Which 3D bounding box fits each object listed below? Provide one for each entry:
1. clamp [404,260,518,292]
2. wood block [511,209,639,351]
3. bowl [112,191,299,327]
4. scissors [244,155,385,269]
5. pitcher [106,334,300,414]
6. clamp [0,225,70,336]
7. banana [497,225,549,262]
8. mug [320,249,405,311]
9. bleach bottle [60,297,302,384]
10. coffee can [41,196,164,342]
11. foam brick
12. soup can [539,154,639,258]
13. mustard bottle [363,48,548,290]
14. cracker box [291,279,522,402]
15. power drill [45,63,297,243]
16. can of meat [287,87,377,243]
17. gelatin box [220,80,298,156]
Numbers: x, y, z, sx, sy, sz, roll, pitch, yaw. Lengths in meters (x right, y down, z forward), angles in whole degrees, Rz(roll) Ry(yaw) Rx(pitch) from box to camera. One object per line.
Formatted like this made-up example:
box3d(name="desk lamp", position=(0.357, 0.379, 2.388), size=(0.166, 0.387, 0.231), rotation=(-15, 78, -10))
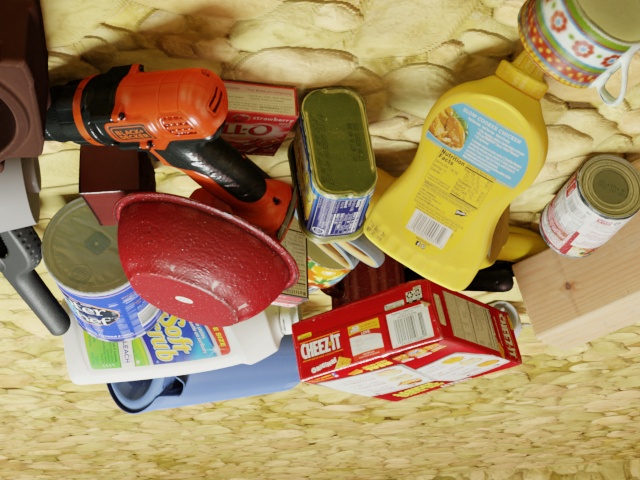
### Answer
box3d(name="clamp", position=(0.147, 0.043, 1.205), size=(0.171, 0.039, 0.120), rotation=(-8, 180, 10))
box3d(name="wood block", position=(0.320, 0.031, 1.116), size=(0.206, 0.091, 0.090), rotation=(-27, 152, 26))
box3d(name="bowl", position=(-0.101, 0.025, 0.859), size=(0.162, 0.055, 0.162), rotation=(16, 156, 7))
box3d(name="scissors", position=(-0.013, -0.031, 0.924), size=(0.096, 0.016, 0.201), rotation=(17, 159, 45))
box3d(name="pitcher", position=(-0.139, 0.131, 1.306), size=(0.242, 0.149, 0.145), rotation=(3, 155, -43))
box3d(name="clamp", position=(-0.306, 0.017, 1.039), size=(0.164, 0.036, 0.210), rotation=(31, 147, -5))
box3d(name="banana", position=(0.178, 0.006, 1.155), size=(0.197, 0.037, 0.070), rotation=(7, 157, -26))
box3d(name="mug", position=(0.041, 0.039, 1.156), size=(0.117, 0.081, 0.093), rotation=(11, 155, -35))
box3d(name="bleach bottle", position=(-0.145, 0.091, 1.138), size=(0.251, 0.102, 0.068), rotation=(-9, 177, 8))
box3d(name="coffee can", position=(-0.208, 0.030, 1.051), size=(0.103, 0.103, 0.140), rotation=(-3, 156, -2))
box3d(name="foam brick", position=(-0.174, -0.051, 0.924), size=(0.051, 0.053, 0.078), rotation=(-4, 160, 1))
box3d(name="soup can", position=(0.260, -0.032, 1.026), size=(0.068, 0.068, 0.102), rotation=(0, 159, -9))
box3d(name="mustard bottle", position=(0.118, -0.063, 0.820), size=(0.096, 0.192, 0.058), rotation=(32, -163, 9))
box3d(name="cracker box", position=(0.095, 0.110, 1.134), size=(0.164, 0.072, 0.213), rotation=(-21, 158, 26))
box3d(name="power drill", position=(-0.117, -0.061, 0.822), size=(0.185, 0.057, 0.187), rotation=(1, 152, 33))
box3d(name="can of meat", position=(0.010, -0.061, 0.860), size=(0.057, 0.102, 0.084), rotation=(-6, 157, -9))
box3d(name="gelatin box", position=(-0.070, -0.096, 0.852), size=(0.089, 0.030, 0.073), rotation=(3, 158, -18))
